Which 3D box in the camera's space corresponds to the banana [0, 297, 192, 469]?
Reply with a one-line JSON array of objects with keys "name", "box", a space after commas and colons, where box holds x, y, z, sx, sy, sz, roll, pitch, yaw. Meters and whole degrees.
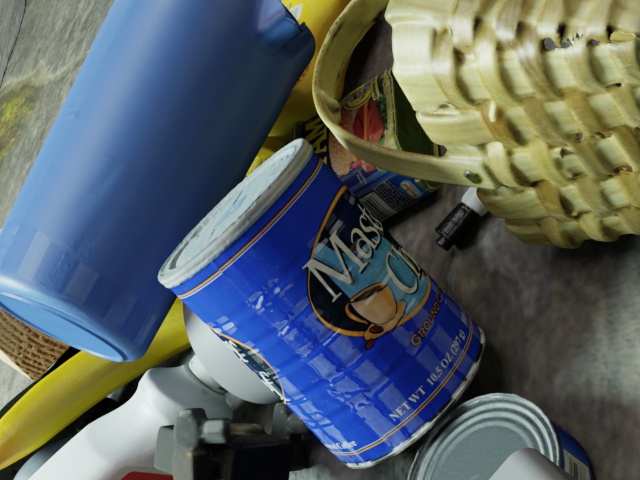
[{"name": "banana", "box": [-0.136, 0.083, 0.702, 0.197, 0.037, 0.070, -31, 10, -13]}]

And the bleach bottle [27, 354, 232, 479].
[{"name": "bleach bottle", "box": [-0.143, 0.164, 0.663, 0.251, 0.102, 0.068, -51, 41, 3]}]

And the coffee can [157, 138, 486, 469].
[{"name": "coffee can", "box": [0.001, 0.033, 0.551, 0.103, 0.140, 0.103, -42, 11, 10]}]

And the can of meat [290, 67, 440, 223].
[{"name": "can of meat", "box": [0.030, -0.055, 0.703, 0.084, 0.057, 0.102, -30, 39, 27]}]

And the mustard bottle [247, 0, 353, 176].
[{"name": "mustard bottle", "box": [-0.022, -0.110, 0.805, 0.096, 0.058, 0.191, -22, 40, 40]}]

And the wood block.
[{"name": "wood block", "box": [-0.238, 0.042, 0.842, 0.090, 0.090, 0.206, -48, 14, -16]}]

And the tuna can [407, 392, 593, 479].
[{"name": "tuna can", "box": [0.083, 0.117, 0.496, 0.086, 0.033, 0.086, -32, 38, 29]}]

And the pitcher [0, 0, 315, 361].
[{"name": "pitcher", "box": [-0.115, -0.053, 0.675, 0.149, 0.145, 0.242, 104, -169, -72]}]

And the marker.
[{"name": "marker", "box": [0.109, -0.044, 0.628, 0.121, 0.020, 0.020, -52, 33, 1]}]
